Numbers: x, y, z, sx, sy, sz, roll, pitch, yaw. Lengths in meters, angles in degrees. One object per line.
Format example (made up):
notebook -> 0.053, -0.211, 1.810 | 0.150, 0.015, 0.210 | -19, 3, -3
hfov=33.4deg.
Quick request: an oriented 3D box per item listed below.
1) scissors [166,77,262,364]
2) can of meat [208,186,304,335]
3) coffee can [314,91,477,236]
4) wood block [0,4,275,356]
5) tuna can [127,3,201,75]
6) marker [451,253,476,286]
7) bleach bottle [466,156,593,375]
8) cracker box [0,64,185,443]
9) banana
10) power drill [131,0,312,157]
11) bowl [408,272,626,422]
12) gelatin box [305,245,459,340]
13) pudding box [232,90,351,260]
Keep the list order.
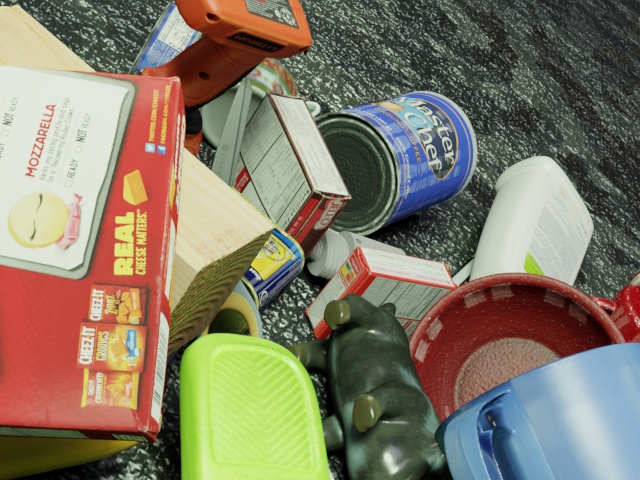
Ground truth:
scissors -> -0.054, 0.001, 0.669 | 0.096, 0.016, 0.201 | 29, 75, 0
can of meat -> -0.070, 0.010, 0.725 | 0.102, 0.058, 0.083 | 41, 31, 5
coffee can -> 0.056, -0.067, 0.899 | 0.103, 0.103, 0.140 | 48, 34, 14
wood block -> -0.141, -0.031, 0.601 | 0.206, 0.091, 0.090 | 40, 28, 9
tuna can -> -0.123, -0.140, 0.830 | 0.033, 0.086, 0.086 | 29, 34, -11
marker -> 0.118, 0.036, 0.910 | 0.020, 0.020, 0.120 | 44, 33, 9
bleach bottle -> 0.166, 0.029, 0.906 | 0.102, 0.068, 0.250 | 53, 37, -13
cracker box -> -0.174, 0.004, 0.485 | 0.213, 0.072, 0.164 | 3, 73, -3
banana -> -0.173, 0.106, 0.507 | 0.070, 0.037, 0.197 | 13, 12, 35
power drill -> -0.113, -0.113, 0.709 | 0.184, 0.188, 0.057 | 1, 63, -51
bowl -> 0.139, 0.107, 0.762 | 0.162, 0.162, 0.055 | 52, -3, 21
gelatin box -> 0.045, 0.043, 0.780 | 0.089, 0.073, 0.030 | 10, 42, -36
pudding box -> -0.030, -0.042, 0.796 | 0.039, 0.090, 0.113 | 8, 43, -37
